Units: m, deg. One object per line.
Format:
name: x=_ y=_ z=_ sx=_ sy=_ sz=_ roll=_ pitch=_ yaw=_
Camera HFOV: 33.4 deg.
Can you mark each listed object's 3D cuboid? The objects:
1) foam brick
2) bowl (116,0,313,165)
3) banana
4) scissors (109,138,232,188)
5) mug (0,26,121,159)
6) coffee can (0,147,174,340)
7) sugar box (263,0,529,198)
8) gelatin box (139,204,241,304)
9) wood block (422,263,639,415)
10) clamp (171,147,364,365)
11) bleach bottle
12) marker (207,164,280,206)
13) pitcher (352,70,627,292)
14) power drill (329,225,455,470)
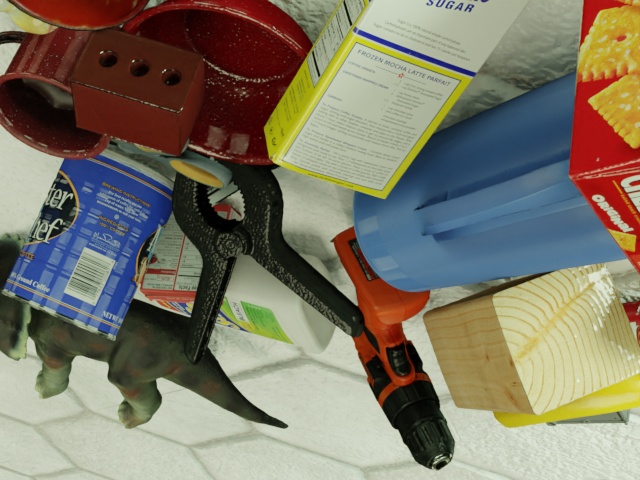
foam brick: x=-0.122 y=-0.100 z=0.717 sx=0.078 sy=0.053 sz=0.051 roll=16 pitch=147 yaw=1
bowl: x=-0.062 y=-0.125 z=0.755 sx=0.162 sy=0.055 sz=0.162 roll=12 pitch=147 yaw=7
banana: x=0.212 y=0.136 z=0.924 sx=0.069 sy=0.037 sz=0.198 roll=-3 pitch=168 yaw=-36
scissors: x=-0.131 y=-0.068 z=0.840 sx=0.096 sy=0.016 sz=0.202 roll=31 pitch=170 yaw=-20
mug: x=-0.199 y=-0.123 z=0.793 sx=0.117 sy=0.081 sz=0.093 roll=15 pitch=148 yaw=2
coffee can: x=-0.190 y=0.000 z=0.895 sx=0.103 sy=0.140 sz=0.103 roll=23 pitch=172 yaw=3
sugar box: x=0.044 y=-0.111 z=0.676 sx=0.093 sy=0.048 sz=0.176 roll=16 pitch=127 yaw=-27
gelatin box: x=-0.115 y=0.012 z=0.952 sx=0.073 sy=0.089 sz=0.030 roll=2 pitch=160 yaw=21
wood block: x=0.158 y=0.078 z=0.840 sx=0.090 sy=0.090 sz=0.206 roll=-19 pitch=175 yaw=-10
clamp: x=-0.056 y=0.001 z=0.866 sx=0.165 sy=0.036 sz=0.210 roll=-5 pitch=107 yaw=19
bleach bottle: x=-0.112 y=0.042 z=1.016 sx=0.251 sy=0.068 sz=0.102 roll=8 pitch=148 yaw=25
marker: x=-0.065 y=-0.054 z=0.897 sx=0.020 sy=0.020 sz=0.121 roll=34 pitch=144 yaw=-26
pitcher: x=0.132 y=-0.034 z=0.732 sx=0.149 sy=0.145 sz=0.243 roll=35 pitch=146 yaw=-31
power drill: x=0.064 y=0.088 z=0.930 sx=0.057 sy=0.184 sz=0.187 roll=-20 pitch=139 yaw=-10
